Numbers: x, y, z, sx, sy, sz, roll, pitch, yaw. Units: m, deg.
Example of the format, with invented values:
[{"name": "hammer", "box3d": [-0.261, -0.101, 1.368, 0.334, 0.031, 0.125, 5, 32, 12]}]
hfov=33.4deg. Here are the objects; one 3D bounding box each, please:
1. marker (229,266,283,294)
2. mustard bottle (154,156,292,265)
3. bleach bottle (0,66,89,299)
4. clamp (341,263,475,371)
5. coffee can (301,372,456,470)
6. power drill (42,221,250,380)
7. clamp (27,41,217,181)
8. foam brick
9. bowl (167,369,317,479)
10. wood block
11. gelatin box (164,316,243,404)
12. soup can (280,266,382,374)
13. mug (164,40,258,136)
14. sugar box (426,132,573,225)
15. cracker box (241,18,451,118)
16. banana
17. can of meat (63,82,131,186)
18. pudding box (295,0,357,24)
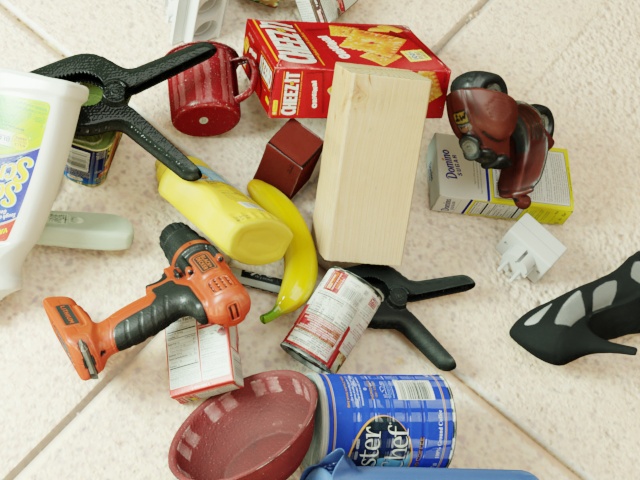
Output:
[{"name": "marker", "box3d": [-0.071, 0.045, 1.182, 0.121, 0.020, 0.020, 15, 59, -8]}, {"name": "mustard bottle", "box3d": [-0.122, -0.044, 1.169, 0.192, 0.058, 0.096, 38, 18, 36]}, {"name": "bleach bottle", "box3d": [-0.309, -0.043, 1.076, 0.102, 0.068, 0.251, 13, 93, 8]}, {"name": "clamp", "box3d": [0.089, 0.079, 1.198, 0.171, 0.039, 0.120, 10, 55, -3]}, {"name": "coffee can", "box3d": [0.055, 0.187, 1.091, 0.140, 0.103, 0.103, 2, 61, -15]}, {"name": "power drill", "box3d": [-0.184, 0.056, 1.096, 0.187, 0.057, 0.185, -26, 34, -16]}, {"name": "clamp", "box3d": [-0.212, -0.159, 1.140, 0.210, 0.036, 0.164, 14, 67, -5]}, {"name": "foam brick", "box3d": [-0.036, -0.092, 1.234, 0.053, 0.078, 0.051, 37, 57, 5]}, {"name": "bowl", "box3d": [-0.066, 0.199, 1.047, 0.161, 0.162, 0.055, -42, 118, -30]}, {"name": "wood block", "box3d": [0.052, -0.085, 1.179, 0.090, 0.090, 0.206, 4, 105, -13]}, {"name": "gelatin box", "box3d": [-0.121, 0.117, 1.104, 0.073, 0.030, 0.089, -17, 62, 15]}, {"name": "soup can", "box3d": [0.012, 0.087, 1.137, 0.068, 0.068, 0.102, 32, 77, 3]}, {"name": "mug", "box3d": [-0.125, -0.176, 1.241, 0.117, 0.093, 0.081, -14, 67, 16]}, {"name": "sugar box", "box3d": [0.221, -0.075, 1.317, 0.176, 0.048, 0.093, 5, 61, -9]}, {"name": "cracker box", "box3d": [0.027, -0.208, 1.278, 0.213, 0.072, 0.164, -1, 30, -17]}, {"name": "banana", "box3d": [-0.040, 0.006, 1.187, 0.069, 0.037, 0.198, 5, 49, -17]}, {"name": "can of meat", "box3d": [-0.251, -0.122, 1.185, 0.057, 0.084, 0.102, 18, 59, -6]}, {"name": "pudding box", "box3d": [0.008, -0.333, 1.363, 0.113, 0.039, 0.090, -50, 128, -43]}]
